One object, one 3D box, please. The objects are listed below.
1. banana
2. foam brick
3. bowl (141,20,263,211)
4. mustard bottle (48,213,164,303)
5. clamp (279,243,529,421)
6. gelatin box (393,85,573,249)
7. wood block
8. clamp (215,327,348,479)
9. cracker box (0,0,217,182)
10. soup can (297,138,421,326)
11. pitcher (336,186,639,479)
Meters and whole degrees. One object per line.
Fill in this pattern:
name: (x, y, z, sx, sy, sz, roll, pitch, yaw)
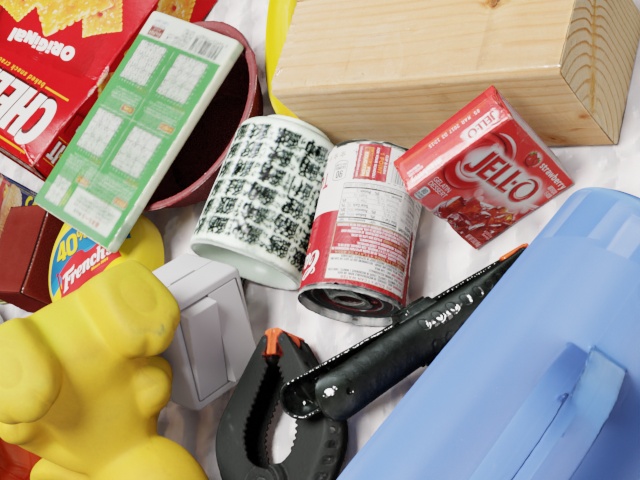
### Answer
banana: (-0.019, -0.159, 0.799, 0.070, 0.037, 0.198, 130, 147, -62)
foam brick: (-0.229, 0.016, 0.871, 0.051, 0.053, 0.078, -3, 65, 36)
bowl: (-0.099, -0.086, 0.822, 0.162, 0.055, 0.162, -17, 58, 29)
mustard bottle: (-0.162, 0.030, 0.809, 0.096, 0.058, 0.191, -27, 53, 22)
clamp: (0.051, 0.056, 0.610, 0.171, 0.039, 0.120, -27, 3, -23)
gelatin box: (0.096, -0.040, 0.626, 0.073, 0.089, 0.030, -36, 50, 17)
wood block: (0.082, -0.117, 0.677, 0.207, 0.090, 0.091, 3, 68, 38)
clamp: (-0.018, 0.156, 0.647, 0.165, 0.036, 0.210, -5, 68, 35)
cracker box: (-0.217, -0.168, 0.909, 0.164, 0.072, 0.213, 30, 80, 29)
soup can: (0.028, -0.005, 0.674, 0.069, 0.068, 0.102, -4, 65, 36)
pitcher: (0.103, 0.096, 0.515, 0.243, 0.144, 0.149, -53, 36, -4)
